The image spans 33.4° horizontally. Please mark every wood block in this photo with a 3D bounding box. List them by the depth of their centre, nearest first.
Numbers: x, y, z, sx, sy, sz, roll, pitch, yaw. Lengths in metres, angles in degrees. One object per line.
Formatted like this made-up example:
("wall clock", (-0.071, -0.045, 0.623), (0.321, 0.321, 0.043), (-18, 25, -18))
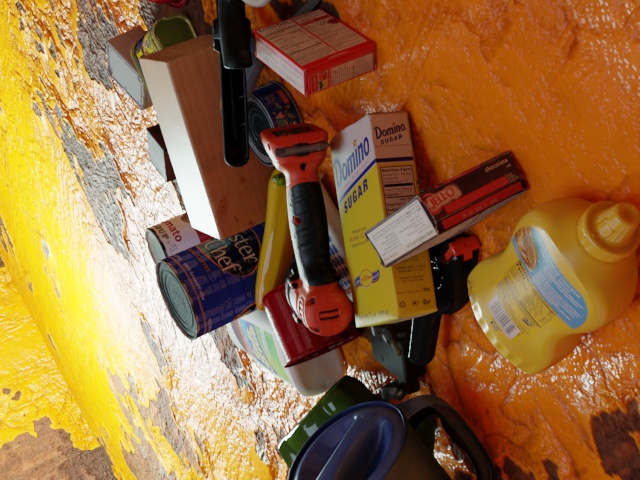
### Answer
("wood block", (-0.119, -0.118, 1.195), (0.091, 0.090, 0.206), (20, 131, 58))

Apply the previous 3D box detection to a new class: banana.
("banana", (-0.049, -0.011, 1.175), (0.037, 0.069, 0.198), (22, 133, 18))

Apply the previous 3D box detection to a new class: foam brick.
("foam brick", (-0.167, -0.117, 1.310), (0.053, 0.078, 0.051), (49, 152, 38))

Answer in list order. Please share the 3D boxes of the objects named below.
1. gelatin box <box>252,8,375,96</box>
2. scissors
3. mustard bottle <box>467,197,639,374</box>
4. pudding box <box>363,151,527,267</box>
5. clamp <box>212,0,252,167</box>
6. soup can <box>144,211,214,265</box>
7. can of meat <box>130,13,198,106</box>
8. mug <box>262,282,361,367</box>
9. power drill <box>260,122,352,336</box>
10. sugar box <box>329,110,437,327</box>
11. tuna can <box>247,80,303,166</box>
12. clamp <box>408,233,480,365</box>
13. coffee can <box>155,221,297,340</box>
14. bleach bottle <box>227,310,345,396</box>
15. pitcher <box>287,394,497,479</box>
("gelatin box", (-0.006, -0.166, 0.937), (0.089, 0.073, 0.030), (42, 147, 42))
("scissors", (-0.053, -0.202, 1.060), (0.202, 0.016, 0.096), (-47, 37, 44))
("mustard bottle", (0.173, 0.023, 0.762), (0.096, 0.058, 0.192), (60, 156, 16))
("pudding box", (0.097, -0.023, 0.838), (0.039, 0.089, 0.114), (62, 156, 7))
("clamp", (-0.085, -0.187, 1.025), (0.165, 0.036, 0.210), (98, 168, -53))
("soup can", (-0.168, -0.004, 1.386), (0.069, 0.102, 0.068), (46, 150, 37))
("can of meat", (-0.174, -0.208, 1.266), (0.084, 0.057, 0.102), (-20, 95, 63))
("mug", (-0.006, 0.079, 1.158), (0.117, 0.093, 0.081), (-33, 76, 45))
("power drill", (-0.014, -0.015, 1.013), (0.184, 0.057, 0.187), (-138, 38, -76))
("sugar box", (0.053, -0.016, 0.934), (0.093, 0.048, 0.176), (155, 106, -66))
("tuna can", (-0.052, -0.122, 1.121), (0.086, 0.033, 0.086), (46, 149, 37))
("clamp", (0.098, 0.046, 0.962), (0.120, 0.039, 0.172), (62, 156, 4))
("coffee can", (-0.109, 0.043, 1.261), (0.103, 0.140, 0.103), (46, 149, 38))
("bleach bottle", (-0.059, 0.124, 1.333), (0.251, 0.068, 0.102), (3, 116, 66))
("pitcher", (0.096, 0.270, 1.018), (0.149, 0.145, 0.242), (-21, 120, 35))
